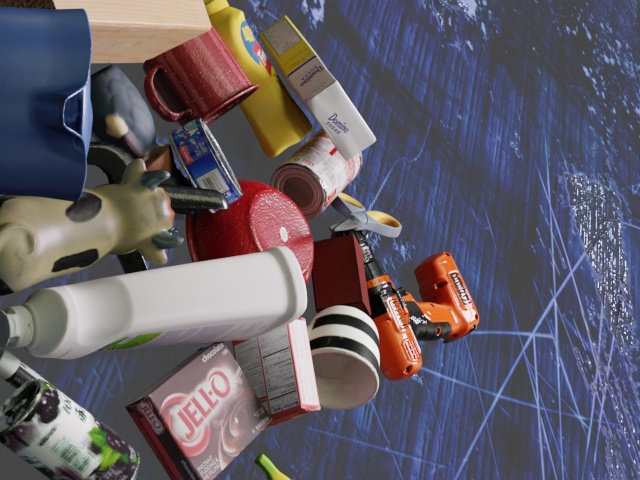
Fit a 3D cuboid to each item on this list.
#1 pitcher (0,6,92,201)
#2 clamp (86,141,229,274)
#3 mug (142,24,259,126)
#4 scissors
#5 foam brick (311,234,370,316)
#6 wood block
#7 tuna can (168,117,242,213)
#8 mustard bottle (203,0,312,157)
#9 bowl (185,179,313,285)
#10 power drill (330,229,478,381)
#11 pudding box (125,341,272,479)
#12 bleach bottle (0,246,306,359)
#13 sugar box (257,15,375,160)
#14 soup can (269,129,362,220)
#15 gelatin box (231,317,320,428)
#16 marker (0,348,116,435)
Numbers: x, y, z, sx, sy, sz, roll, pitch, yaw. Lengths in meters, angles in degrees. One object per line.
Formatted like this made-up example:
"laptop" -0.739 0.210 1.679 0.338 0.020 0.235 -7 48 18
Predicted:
"pitcher" -0.278 -0.097 0.712 0.242 0.149 0.145 2 56 -20
"clamp" -0.173 -0.020 0.917 0.171 0.039 0.120 28 79 -22
"mug" -0.127 -0.154 1.039 0.117 0.093 0.081 -38 96 -44
"scissors" 0.025 -0.029 1.156 0.096 0.016 0.201 33 13 26
"foam brick" 0.019 0.041 1.120 0.053 0.051 0.078 60 21 -66
"wood block" -0.191 -0.201 0.872 0.205 0.090 0.091 -20 90 -62
"tuna can" -0.106 -0.070 0.993 0.086 0.034 0.086 62 1 -3
"mustard bottle" -0.080 -0.183 1.131 0.191 0.058 0.096 58 12 -8
"bowl" -0.057 0.001 1.059 0.161 0.055 0.162 30 48 -40
"power drill" 0.096 0.060 1.224 0.187 0.057 0.184 -9 74 -52
"pudding box" -0.103 0.149 0.921 0.090 0.039 0.113 59 34 -6
"bleach bottle" -0.137 0.055 0.859 0.250 0.103 0.068 -4 71 -42
"sugar box" -0.007 -0.167 1.157 0.093 0.048 0.176 52 7 -38
"soup can" -0.004 -0.073 1.162 0.068 0.069 0.102 57 36 -11
"gelatin box" -0.041 0.123 0.987 0.030 0.073 0.089 13 60 -48
"marker" -0.203 0.125 0.822 0.121 0.020 0.020 44 40 -27
